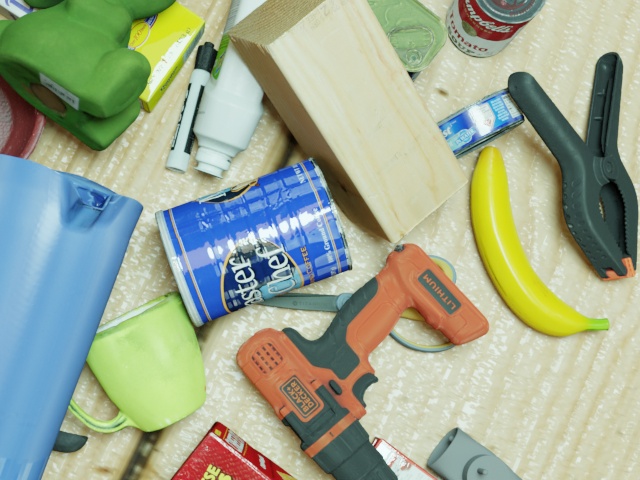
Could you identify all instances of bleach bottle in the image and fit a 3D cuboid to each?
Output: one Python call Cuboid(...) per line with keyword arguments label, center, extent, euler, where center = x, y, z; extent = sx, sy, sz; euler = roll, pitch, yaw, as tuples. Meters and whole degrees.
Cuboid(label="bleach bottle", center=(-0.059, -0.177, 0.939), extent=(0.068, 0.103, 0.251), euler=(19, 89, -11))

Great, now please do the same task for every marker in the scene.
Cuboid(label="marker", center=(-0.114, -0.120, 0.954), extent=(0.020, 0.020, 0.121), euler=(15, 81, -4))

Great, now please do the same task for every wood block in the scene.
Cuboid(label="wood block", center=(0.024, -0.110, 0.885), extent=(0.090, 0.091, 0.206), euler=(-40, 120, -10))

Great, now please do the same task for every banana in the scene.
Cuboid(label="banana", center=(0.179, 0.012, 0.962), extent=(0.069, 0.037, 0.198), euler=(-30, 87, -17))

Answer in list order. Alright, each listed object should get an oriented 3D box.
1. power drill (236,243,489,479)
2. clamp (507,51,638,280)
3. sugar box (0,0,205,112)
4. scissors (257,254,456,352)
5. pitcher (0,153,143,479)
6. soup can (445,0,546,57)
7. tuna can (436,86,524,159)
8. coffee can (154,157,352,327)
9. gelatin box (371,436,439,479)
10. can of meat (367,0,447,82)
Cuboid(label="power drill", center=(0.050, 0.108, 0.900), extent=(0.187, 0.057, 0.184), euler=(-40, 84, -9))
Cuboid(label="clamp", center=(0.250, -0.070, 0.964), extent=(0.164, 0.036, 0.210), euler=(-27, 100, -40))
Cuboid(label="sugar box", center=(-0.199, -0.202, 0.943), extent=(0.176, 0.048, 0.093), euler=(33, 81, -2))
Cuboid(label="scissors", center=(0.036, 0.040, 0.951), extent=(0.201, 0.016, 0.096), euler=(19, 79, -3))
Cuboid(label="pitcher", center=(-0.237, 0.063, 0.821), extent=(0.145, 0.149, 0.243), euler=(15, 82, 11))
Cuboid(label="soup can", center=(0.155, -0.210, 0.955), extent=(0.068, 0.102, 0.068), euler=(1, 82, -7))
Cuboid(label="tuna can", center=(0.137, -0.101, 0.946), extent=(0.086, 0.086, 0.034), euler=(-27, 88, -9))
Cuboid(label="coffee can", center=(-0.056, 0.001, 0.897), extent=(0.140, 0.103, 0.103), euler=(-20, 85, -4))
Cuboid(label="gelatin box", center=(0.064, 0.225, 0.922), extent=(0.089, 0.030, 0.073), euler=(36, 80, 2))
Cuboid(label="can of meat", center=(0.055, -0.183, 0.949), extent=(0.102, 0.084, 0.057), euler=(38, 80, 0))
